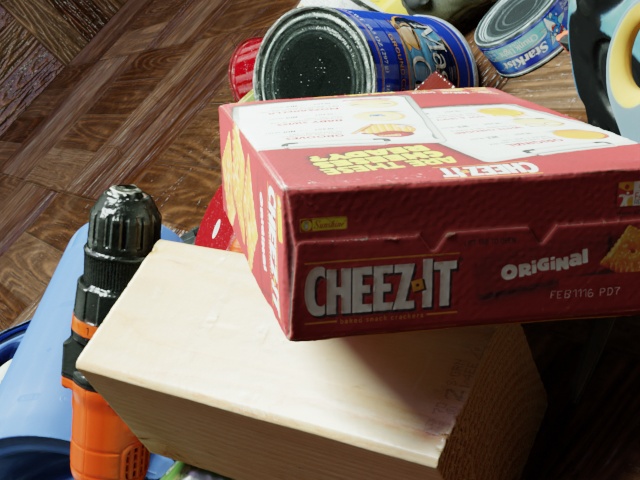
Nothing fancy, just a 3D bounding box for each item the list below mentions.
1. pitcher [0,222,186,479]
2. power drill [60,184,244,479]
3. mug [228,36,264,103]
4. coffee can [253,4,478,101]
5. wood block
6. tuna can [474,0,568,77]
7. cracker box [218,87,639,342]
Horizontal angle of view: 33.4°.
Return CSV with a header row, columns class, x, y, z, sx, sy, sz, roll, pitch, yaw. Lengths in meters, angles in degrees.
class,x,y,z,sx,sy,sz,roll,pitch,yaw
pitcher,-0.173,0.094,0.784,0.145,0.149,0.242,-42,26,33
power drill,-0.083,0.045,0.665,0.057,0.184,0.187,18,19,28
mug,-0.035,-0.160,1.093,0.082,0.093,0.117,-7,75,49
coffee can,0.035,-0.113,0.765,0.103,0.103,0.140,-27,-10,36
wood block,-0.005,0.072,0.534,0.206,0.090,0.090,9,55,33
tuna can,0.162,-0.169,0.827,0.086,0.033,0.086,-37,24,19
cracker box,0.044,-0.022,0.511,0.164,0.072,0.214,-5,17,-11
